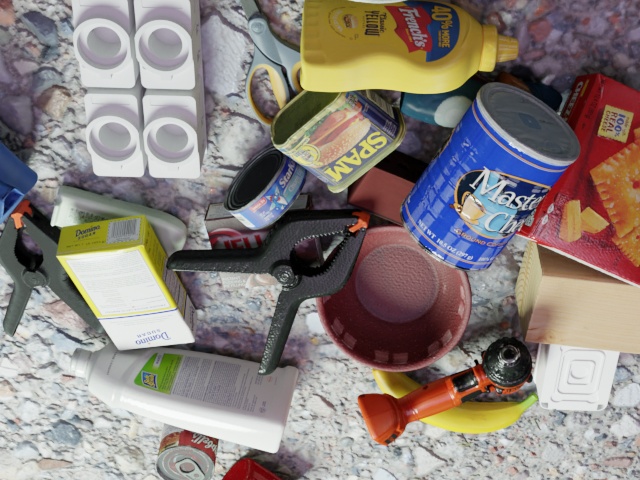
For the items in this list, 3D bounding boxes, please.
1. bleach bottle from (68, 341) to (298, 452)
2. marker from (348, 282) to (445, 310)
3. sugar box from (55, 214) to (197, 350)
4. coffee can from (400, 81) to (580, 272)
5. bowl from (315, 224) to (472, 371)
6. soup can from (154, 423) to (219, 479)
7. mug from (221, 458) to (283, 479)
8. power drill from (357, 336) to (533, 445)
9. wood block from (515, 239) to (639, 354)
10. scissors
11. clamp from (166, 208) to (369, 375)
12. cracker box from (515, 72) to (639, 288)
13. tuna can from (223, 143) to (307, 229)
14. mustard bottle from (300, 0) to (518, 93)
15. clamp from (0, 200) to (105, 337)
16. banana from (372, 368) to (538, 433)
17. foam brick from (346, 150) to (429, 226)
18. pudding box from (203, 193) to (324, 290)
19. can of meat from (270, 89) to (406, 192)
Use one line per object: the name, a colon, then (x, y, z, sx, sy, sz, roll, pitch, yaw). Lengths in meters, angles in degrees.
bleach bottle: (-0.157, 0.162, 1.211, 0.251, 0.102, 0.068, 15, 131, 0)
marker: (0.083, 0.061, 1.163, 0.121, 0.020, 0.020, -10, 125, 9)
sugar box: (-0.200, 0.048, 1.128, 0.093, 0.048, 0.176, -7, 143, 10)
coffee can: (0.150, -0.056, 0.958, 0.102, 0.102, 0.140, 24, 125, -14)
bowl: (0.078, 0.054, 1.119, 0.162, 0.055, 0.162, 2, 107, 8)
soup can: (-0.151, 0.227, 1.243, 0.068, 0.102, 0.068, 1, 126, 2)
mug: (-0.086, 0.325, 1.329, 0.081, 0.093, 0.117, 38, 156, -17)
power drill: (0.137, 0.159, 1.138, 0.187, 0.057, 0.184, -21, 162, 4)
wood block: (0.316, 0.055, 1.105, 0.206, 0.090, 0.091, 6, 126, -1)
scissors: (-0.037, -0.194, 0.986, 0.096, 0.016, 0.202, -3, 126, 2)
clamp: (-0.031, 0.040, 1.086, 0.210, 0.036, 0.164, -27, 107, 19)
cracker box: (0.310, -0.039, 0.997, 0.213, 0.072, 0.164, 23, 94, -6)
tuna can: (-0.054, -0.053, 1.047, 0.086, 0.086, 0.033, -36, 119, 25)
mustard bottle: (0.079, -0.173, 0.946, 0.191, 0.096, 0.058, 2, 141, 0)
clamp: (-0.311, 0.039, 1.155, 0.120, 0.039, 0.171, -14, 118, 7)
banana: (0.150, 0.189, 1.245, 0.197, 0.037, 0.070, 11, 104, -7)
foam brick: (0.072, -0.055, 1.060, 0.078, 0.053, 0.051, 21, 124, -13)
pudding box: (-0.057, 0.001, 1.114, 0.113, 0.039, 0.090, -8, 124, 7)
can of meat: (0.015, -0.106, 1.010, 0.102, 0.057, 0.083, -37, 128, 26)
